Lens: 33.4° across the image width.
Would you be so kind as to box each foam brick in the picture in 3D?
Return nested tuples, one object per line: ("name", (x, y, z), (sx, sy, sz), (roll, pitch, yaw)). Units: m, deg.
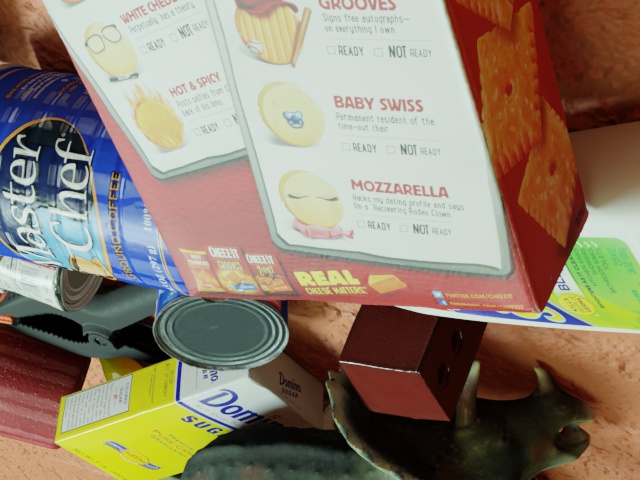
("foam brick", (0.053, 0.052, 0.589), (0.051, 0.078, 0.053), (5, 146, 32))

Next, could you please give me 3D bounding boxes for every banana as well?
("banana", (-0.171, 0.144, 0.946), (0.070, 0.037, 0.198), (47, 153, 20))

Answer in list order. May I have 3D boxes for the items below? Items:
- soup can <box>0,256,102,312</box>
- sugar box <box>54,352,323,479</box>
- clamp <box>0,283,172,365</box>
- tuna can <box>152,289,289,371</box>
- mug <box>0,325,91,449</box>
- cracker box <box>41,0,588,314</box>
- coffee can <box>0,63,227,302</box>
("soup can", (-0.198, 0.002, 0.699), (0.102, 0.068, 0.068), (16, 150, 13))
("sugar box", (-0.095, 0.126, 0.776), (0.176, 0.048, 0.093), (-20, 139, 27))
("clamp", (-0.149, 0.067, 0.801), (0.210, 0.036, 0.164), (2, 144, 27))
("tuna can", (-0.062, 0.047, 0.679), (0.086, 0.033, 0.086), (0, 141, 0))
("mug", (-0.233, 0.111, 0.862), (0.081, 0.117, 0.093), (18, 121, -9))
("cracker box", (-0.009, -0.077, 0.386), (0.164, 0.072, 0.213), (1, 127, 34))
("coffee can", (-0.105, -0.031, 0.543), (0.140, 0.102, 0.103), (10, 148, 22))
